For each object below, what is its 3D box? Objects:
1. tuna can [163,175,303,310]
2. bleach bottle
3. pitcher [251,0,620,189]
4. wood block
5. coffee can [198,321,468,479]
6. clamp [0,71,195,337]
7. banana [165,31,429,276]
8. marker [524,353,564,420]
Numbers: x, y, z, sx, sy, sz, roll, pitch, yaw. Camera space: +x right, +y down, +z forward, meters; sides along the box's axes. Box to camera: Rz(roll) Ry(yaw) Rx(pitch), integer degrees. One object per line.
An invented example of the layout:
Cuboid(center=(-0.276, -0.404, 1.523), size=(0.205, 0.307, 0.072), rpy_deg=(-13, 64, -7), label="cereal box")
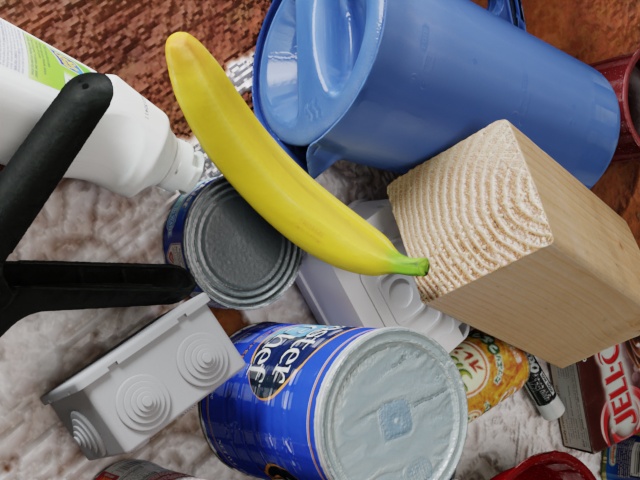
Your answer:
Cuboid(center=(-0.054, 0.001, 0.670), size=(0.085, 0.034, 0.086), rpy_deg=(2, 87, -33), label="tuna can")
Cuboid(center=(-0.172, -0.078, 0.560), size=(0.250, 0.102, 0.068), rpy_deg=(24, 118, -31), label="bleach bottle")
Cuboid(center=(0.088, -0.109, 0.713), size=(0.242, 0.149, 0.145), rpy_deg=(13, 45, -36), label="pitcher")
Cuboid(center=(0.143, 0.011, 0.710), size=(0.205, 0.091, 0.090), rpy_deg=(25, 42, -51), label="wood block")
Cuboid(center=(0.004, 0.101, 0.639), size=(0.102, 0.141, 0.103), rpy_deg=(2, 87, -33), label="coffee can")
Cuboid(center=(-0.173, 0.008, 0.549), size=(0.209, 0.036, 0.164), rpy_deg=(-23, 136, -16), label="clamp")
Cuboid(center=(-0.022, -0.040, 0.628), size=(0.197, 0.070, 0.037), rpy_deg=(41, 49, -9), label="banana")
Cuboid(center=(0.151, 0.085, 0.809), size=(0.020, 0.020, 0.121), rpy_deg=(-42, 109, -28), label="marker")
